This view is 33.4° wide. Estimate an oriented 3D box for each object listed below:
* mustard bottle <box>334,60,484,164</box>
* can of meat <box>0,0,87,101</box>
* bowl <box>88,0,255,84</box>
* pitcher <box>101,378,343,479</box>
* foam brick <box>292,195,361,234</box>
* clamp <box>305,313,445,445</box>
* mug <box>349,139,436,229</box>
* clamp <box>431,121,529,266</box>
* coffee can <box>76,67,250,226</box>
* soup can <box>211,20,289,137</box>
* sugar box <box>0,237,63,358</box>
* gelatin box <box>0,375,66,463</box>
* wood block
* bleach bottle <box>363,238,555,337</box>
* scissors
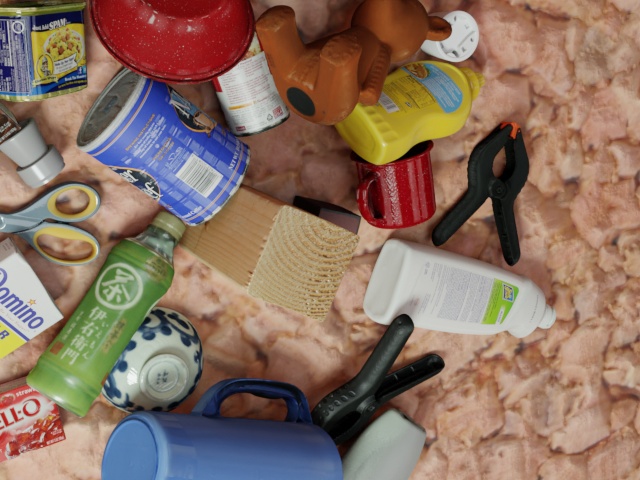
[{"bbox_3d":[0.108,-0.151,1.170,0.191,0.096,0.058,-25,150,-31],"label":"mustard bottle"},{"bbox_3d":[-0.262,-0.178,0.994,0.102,0.058,0.084,-32,125,-60],"label":"can of meat"},{"bbox_3d":[-0.136,-0.230,1.011,0.162,0.055,0.162,6,63,-12],"label":"bowl"},{"bbox_3d":[-0.101,0.233,1.116,0.242,0.149,0.145,18,119,-43],"label":"pitcher"},{"bbox_3d":[0.002,-0.014,1.163,0.051,0.078,0.053,11,97,-25],"label":"foam brick"},{"bbox_3d":[0.055,0.181,1.240,0.210,0.036,0.164,-45,148,5],"label":"clamp"},{"bbox_3d":[0.078,-0.059,1.175,0.117,0.093,0.081,-37,124,-47],"label":"mug"},{"bbox_3d":[0.211,-0.053,1.272,0.120,0.039,0.171,24,92,-29],"label":"clamp"},{"bbox_3d":[-0.154,-0.094,1.057,0.140,0.103,0.103,37,86,-27],"label":"coffee can"},{"bbox_3d":[-0.077,-0.165,1.096,0.068,0.069,0.102,-26,112,-18],"label":"soup can"},{"bbox_3d":[-0.350,0.084,1.036,0.176,0.048,0.093,-34,125,-11],"label":"sugar box"},{"bbox_3d":[-0.313,0.183,1.091,0.089,0.030,0.073,-18,109,-21],"label":"gelatin box"},{"bbox_3d":[-0.057,0.001,1.066,0.090,0.206,0.091,22,92,-28],"label":"wood block"},{"bbox_3d":[0.178,0.073,1.275,0.250,0.068,0.102,16,95,-29],"label":"bleach bottle"},{"bbox_3d":[-0.304,-0.034,1.050,0.201,0.016,0.096,23,95,-28],"label":"scissors"}]
